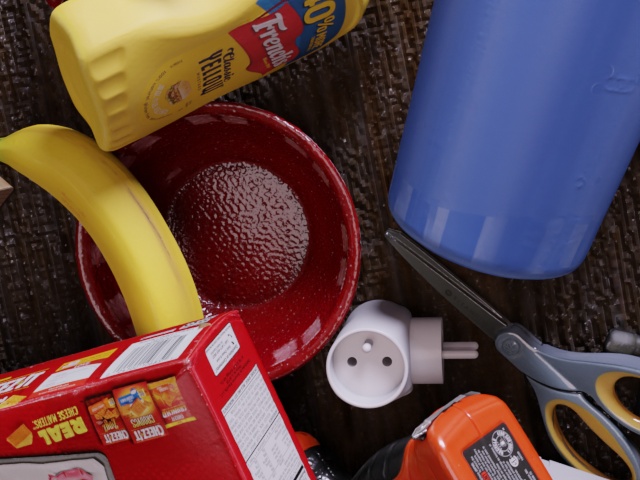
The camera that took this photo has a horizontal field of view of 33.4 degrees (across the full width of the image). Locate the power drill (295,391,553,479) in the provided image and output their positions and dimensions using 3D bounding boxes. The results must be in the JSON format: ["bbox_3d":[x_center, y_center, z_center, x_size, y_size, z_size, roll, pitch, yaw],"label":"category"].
[{"bbox_3d":[0.053,0.171,0.569,0.188,0.057,0.184,-37,83,47],"label":"power drill"}]

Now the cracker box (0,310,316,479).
[{"bbox_3d":[-0.078,0.156,0.552,0.164,0.072,0.213,-18,104,25],"label":"cracker box"}]

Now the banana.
[{"bbox_3d":[-0.108,0.009,0.574,0.070,0.037,0.198,-35,91,31],"label":"banana"}]

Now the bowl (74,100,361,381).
[{"bbox_3d":[-0.054,0.001,0.609,0.162,0.055,0.162,1,99,9],"label":"bowl"}]

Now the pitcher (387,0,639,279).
[{"bbox_3d":[0.124,-0.107,0.519,0.149,0.144,0.243,21,115,13],"label":"pitcher"}]

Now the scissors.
[{"bbox_3d":[0.127,0.054,0.593,0.096,0.016,0.202,-36,92,40],"label":"scissors"}]

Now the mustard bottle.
[{"bbox_3d":[-0.037,-0.116,0.539,0.191,0.096,0.058,-28,70,-15],"label":"mustard bottle"}]
